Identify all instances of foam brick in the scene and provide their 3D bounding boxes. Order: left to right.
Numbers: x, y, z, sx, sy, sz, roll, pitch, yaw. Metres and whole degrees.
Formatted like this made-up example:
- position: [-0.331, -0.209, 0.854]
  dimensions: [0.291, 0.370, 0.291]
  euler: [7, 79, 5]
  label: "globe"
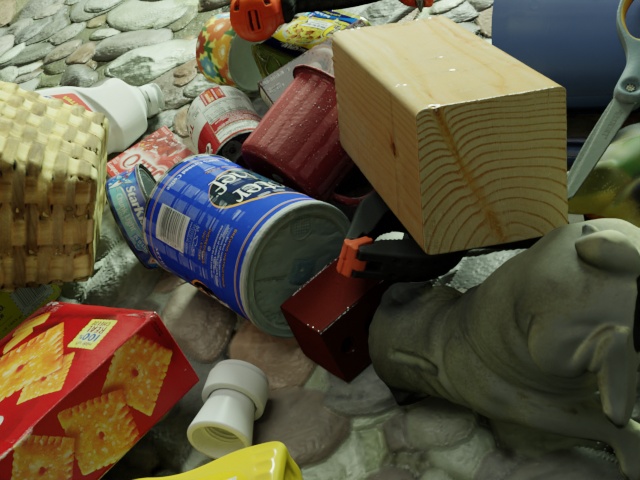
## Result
- position: [0.022, 0.049, 0.746]
  dimensions: [0.078, 0.053, 0.051]
  euler: [-40, 40, -16]
  label: "foam brick"

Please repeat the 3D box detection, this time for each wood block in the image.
- position: [0.075, -0.077, 0.692]
  dimensions: [0.090, 0.091, 0.206]
  euler: [-10, 25, -9]
  label: "wood block"

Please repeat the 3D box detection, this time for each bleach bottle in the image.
- position: [-0.276, -0.109, 1.053]
  dimensions: [0.250, 0.068, 0.103]
  euler: [-24, 66, -23]
  label: "bleach bottle"

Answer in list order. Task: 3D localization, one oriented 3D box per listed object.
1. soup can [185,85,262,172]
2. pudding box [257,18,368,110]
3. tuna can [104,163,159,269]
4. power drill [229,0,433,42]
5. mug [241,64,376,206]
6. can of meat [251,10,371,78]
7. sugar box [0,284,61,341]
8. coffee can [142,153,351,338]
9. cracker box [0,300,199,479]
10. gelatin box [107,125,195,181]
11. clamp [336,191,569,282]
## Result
- position: [-0.077, -0.088, 0.950]
  dimensions: [0.068, 0.068, 0.102]
  euler: [-29, 37, -3]
  label: "soup can"
- position: [0.016, -0.126, 0.929]
  dimensions: [0.113, 0.039, 0.090]
  euler: [-33, 74, -5]
  label: "pudding box"
- position: [-0.147, -0.020, 0.897]
  dimensions: [0.034, 0.086, 0.086]
  euler: [-26, 38, 3]
  label: "tuna can"
- position: [0.008, -0.242, 1.001]
  dimensions: [0.187, 0.057, 0.184]
  euler: [-11, 28, 5]
  label: "power drill"
- position: [0.002, -0.069, 0.831]
  dimensions: [0.117, 0.093, 0.081]
  euler: [35, 78, 11]
  label: "mug"
- position: [-0.003, -0.177, 1.018]
  dimensions: [0.083, 0.057, 0.102]
  euler: [-38, 39, -17]
  label: "can of meat"
- position: [-0.317, 0.034, 0.967]
  dimensions: [0.093, 0.048, 0.176]
  euler: [-41, 42, -21]
  label: "sugar box"
- position: [-0.055, 0.001, 0.806]
  dimensions: [0.102, 0.102, 0.141]
  euler: [-43, 40, -19]
  label: "coffee can"
- position: [-0.213, 0.132, 0.730]
  dimensions: [0.164, 0.072, 0.213]
  euler: [1, 37, 50]
  label: "cracker box"
- position: [-0.154, -0.064, 0.997]
  dimensions: [0.073, 0.030, 0.089]
  euler: [-35, 38, -10]
  label: "gelatin box"
- position: [0.089, -0.009, 0.735]
  dimensions: [0.120, 0.039, 0.171]
  euler: [32, 47, 30]
  label: "clamp"
